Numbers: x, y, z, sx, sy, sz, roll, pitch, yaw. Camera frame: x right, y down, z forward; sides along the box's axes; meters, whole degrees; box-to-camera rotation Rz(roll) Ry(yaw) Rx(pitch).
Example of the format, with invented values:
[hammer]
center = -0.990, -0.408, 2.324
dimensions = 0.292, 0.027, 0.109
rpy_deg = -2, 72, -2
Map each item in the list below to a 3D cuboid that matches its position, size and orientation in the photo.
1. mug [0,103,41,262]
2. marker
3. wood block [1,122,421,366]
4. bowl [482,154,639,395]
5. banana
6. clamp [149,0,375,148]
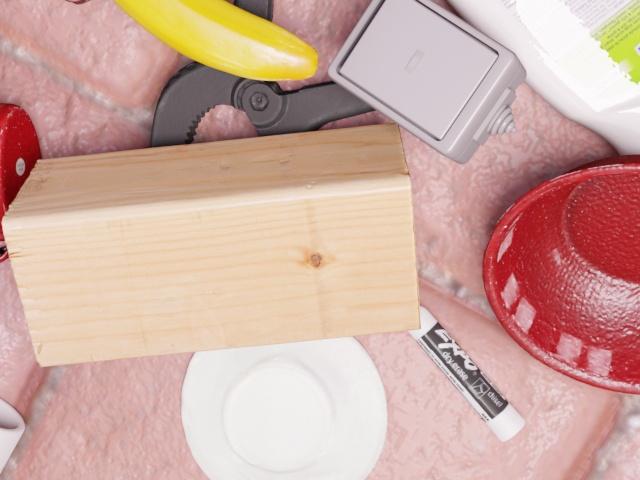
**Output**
[mug]
center = -0.215, -0.030, 0.638
dimensions = 0.081, 0.093, 0.117
rpy_deg = 0, 126, 4
[marker]
center = 0.075, 0.067, 0.632
dimensions = 0.020, 0.020, 0.121
rpy_deg = -41, 88, 10
[wood block]
center = -0.054, 0.001, 0.585
dimensions = 0.206, 0.090, 0.091
rpy_deg = -5, 116, 2
[bowl]
center = 0.171, 0.009, 0.572
dimensions = 0.162, 0.055, 0.162
rpy_deg = 12, 134, 13
[banana]
center = -0.086, -0.150, 0.584
dimensions = 0.070, 0.037, 0.198
rpy_deg = -39, 88, 13
[clamp]
center = -0.023, -0.081, 0.623
dimensions = 0.164, 0.036, 0.210
rpy_deg = 36, 103, -2
